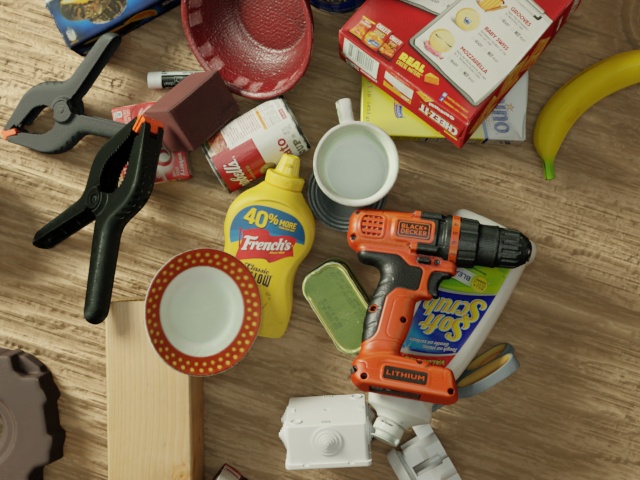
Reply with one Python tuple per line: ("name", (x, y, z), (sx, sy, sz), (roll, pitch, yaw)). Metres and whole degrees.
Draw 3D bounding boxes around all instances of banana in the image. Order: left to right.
("banana", (0.296, -0.153, 1.142), (0.198, 0.037, 0.069), (-40, 106, 3))

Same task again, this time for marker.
("marker", (-0.128, -0.177, 1.168), (0.121, 0.020, 0.020), (-2, 90, 2))

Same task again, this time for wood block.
("wood block", (-0.174, 0.164, 1.134), (0.091, 0.090, 0.206), (-1, 90, 2))

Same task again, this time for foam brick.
("foam brick", (-0.135, -0.136, 1.125), (0.078, 0.051, 0.053), (-45, 120, -29))

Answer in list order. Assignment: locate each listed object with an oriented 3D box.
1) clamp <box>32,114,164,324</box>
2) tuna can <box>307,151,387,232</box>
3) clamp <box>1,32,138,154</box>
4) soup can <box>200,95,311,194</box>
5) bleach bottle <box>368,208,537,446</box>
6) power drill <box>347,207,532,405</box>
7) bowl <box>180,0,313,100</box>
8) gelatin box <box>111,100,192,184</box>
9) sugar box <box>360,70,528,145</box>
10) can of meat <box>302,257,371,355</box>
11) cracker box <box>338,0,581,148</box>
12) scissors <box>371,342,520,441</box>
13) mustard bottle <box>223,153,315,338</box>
("clamp", (-0.229, -0.039, 1.112), (0.165, 0.036, 0.210), (34, 102, 43))
("tuna can", (0.029, -0.052, 1.153), (0.086, 0.034, 0.086), (0, 90, 2))
("clamp", (-0.261, -0.133, 1.147), (0.172, 0.039, 0.120), (-28, 80, 20))
("soup can", (-0.070, -0.103, 1.140), (0.102, 0.068, 0.068), (-29, 89, 2))
("bleach bottle", (0.127, 0.097, 1.102), (0.102, 0.068, 0.250), (26, 76, 4))
("power drill", (0.109, 0.063, 1.051), (0.184, 0.057, 0.187), (7, 72, 7))
("bowl", (-0.065, -0.232, 1.114), (0.162, 0.055, 0.162), (16, 124, 25))
("gelatin box", (-0.183, -0.106, 1.164), (0.073, 0.030, 0.089), (-9, 90, 2))
("sugar box", (0.131, -0.152, 1.142), (0.176, 0.048, 0.093), (1, 89, 4))
("can of meat", (0.024, 0.070, 1.128), (0.057, 0.084, 0.102), (-33, 89, 2))
("cracker box", (0.146, -0.227, 1.096), (0.164, 0.072, 0.213), (38, 76, 11))
("scissors", (0.133, 0.163, 1.148), (0.202, 0.096, 0.016), (-32, 95, 33))
("mustard bottle", (-0.057, 0.001, 1.129), (0.096, 0.058, 0.192), (17, 100, -1))
